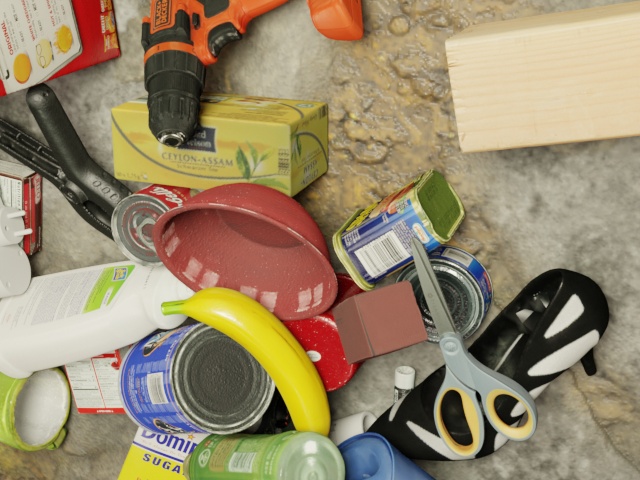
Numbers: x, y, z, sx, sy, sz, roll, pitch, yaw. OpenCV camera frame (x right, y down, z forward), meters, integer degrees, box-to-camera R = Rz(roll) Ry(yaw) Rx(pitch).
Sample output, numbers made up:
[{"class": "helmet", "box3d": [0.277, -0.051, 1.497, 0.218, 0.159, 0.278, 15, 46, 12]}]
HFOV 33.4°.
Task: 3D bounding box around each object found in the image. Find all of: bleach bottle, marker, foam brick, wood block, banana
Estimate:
[{"class": "bleach bottle", "box3d": [-0.210, 0.070, 1.024, 0.251, 0.102, 0.068, -11, 137, 34]}, {"class": "marker", "box3d": [0.077, 0.177, 1.017, 0.020, 0.020, 0.121, 9, 113, 18]}, {"class": "foam brick", "box3d": [0.048, 0.069, 0.889, 0.051, 0.078, 0.053, -15, 83, -16]}, {"class": "wood block", "box3d": [0.210, -0.128, 0.810, 0.206, 0.090, 0.091, -4, 107, 23]}, {"class": "banana", "box3d": [-0.046, 0.103, 0.925, 0.197, 0.037, 0.070, 46, 127, -13]}]

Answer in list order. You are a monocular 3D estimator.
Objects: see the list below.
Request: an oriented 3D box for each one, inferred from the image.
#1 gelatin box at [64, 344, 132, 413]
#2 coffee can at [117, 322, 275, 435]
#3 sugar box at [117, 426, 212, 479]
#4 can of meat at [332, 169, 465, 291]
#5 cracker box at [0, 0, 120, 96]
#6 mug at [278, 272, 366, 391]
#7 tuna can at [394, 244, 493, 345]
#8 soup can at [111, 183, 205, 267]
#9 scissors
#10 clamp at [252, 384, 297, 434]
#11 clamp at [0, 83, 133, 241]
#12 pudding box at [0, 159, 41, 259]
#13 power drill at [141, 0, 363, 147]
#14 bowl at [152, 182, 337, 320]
[{"class": "gelatin box", "box3d": [-0.228, 0.136, 1.116, 0.073, 0.030, 0.089, -5, 107, 24]}, {"class": "coffee can", "box3d": [-0.118, 0.129, 0.996, 0.103, 0.102, 0.141, 59, 150, -7]}, {"class": "sugar box", "box3d": [-0.159, 0.244, 1.120, 0.093, 0.048, 0.176, 28, 118, 9]}, {"class": "can of meat", "box3d": [0.069, -0.011, 0.903, 0.084, 0.102, 0.057, -31, 97, 26]}, {"class": "cracker box", "box3d": [-0.259, -0.215, 0.891, 0.072, 0.213, 0.164, 3, 111, 22]}, {"class": "mug", "box3d": [0.001, 0.076, 0.973, 0.093, 0.081, 0.117, -29, 97, 28]}, {"class": "tuna can", "box3d": [0.108, 0.049, 0.948, 0.086, 0.033, 0.086, 7, 112, 19]}, {"class": "soup can", "box3d": [-0.136, -0.024, 0.978, 0.069, 0.102, 0.068, 7, 112, 19]}, {"class": "scissors", "box3d": [0.127, 0.091, 0.870, 0.096, 0.016, 0.202, 2, 114, 19]}, {"class": "clamp", "box3d": [-0.034, 0.199, 1.031, 0.120, 0.039, 0.172, 52, 126, 39]}, {"class": "clamp", "box3d": [-0.224, -0.060, 0.999, 0.210, 0.036, 0.165, 44, 154, -14]}, {"class": "pudding box", "box3d": [-0.340, -0.038, 1.090, 0.113, 0.039, 0.090, 13, 113, 14]}, {"class": "power drill", "box3d": [-0.061, -0.174, 0.869, 0.188, 0.057, 0.184, -15, 60, 20]}, {"class": "bowl", "box3d": [-0.056, 0.001, 0.894, 0.162, 0.055, 0.162, 14, 147, 9]}]
